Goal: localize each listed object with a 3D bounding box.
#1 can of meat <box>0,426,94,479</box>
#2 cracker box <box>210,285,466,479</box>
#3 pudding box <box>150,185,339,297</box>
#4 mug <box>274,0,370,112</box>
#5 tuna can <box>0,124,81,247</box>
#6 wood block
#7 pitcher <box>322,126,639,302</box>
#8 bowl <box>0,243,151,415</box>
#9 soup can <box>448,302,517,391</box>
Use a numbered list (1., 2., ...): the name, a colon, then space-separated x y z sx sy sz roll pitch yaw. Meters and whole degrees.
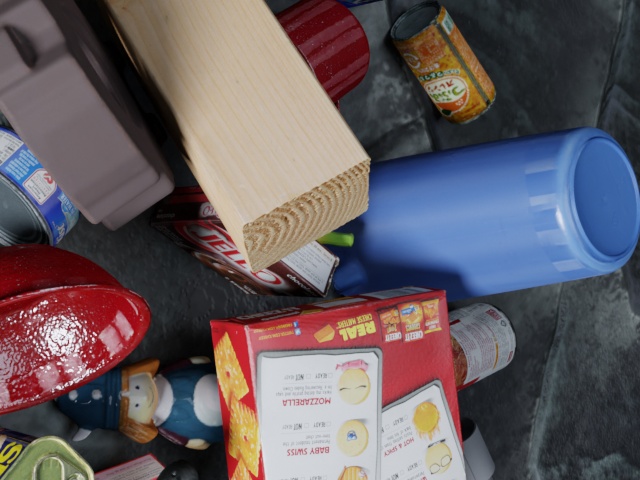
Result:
1. can of meat: -0.202 0.165 0.658 0.057 0.084 0.102 53 58 -29
2. cracker box: 0.017 0.149 0.768 0.163 0.072 0.214 -9 94 -28
3. pudding box: -0.055 0.001 0.788 0.113 0.090 0.039 37 66 -37
4. mug: -0.012 -0.128 0.830 0.081 0.093 0.117 -41 122 -40
5. tuna can: -0.192 -0.031 0.666 0.033 0.086 0.086 -52 122 -31
6. wood block: -0.059 -0.096 0.699 0.090 0.090 0.206 -30 72 -9
7. pitcher: 0.129 -0.021 0.854 0.144 0.243 0.149 22 69 -39
8. bowl: -0.188 0.049 0.651 0.161 0.162 0.055 -3 58 -42
9. soup can: 0.122 0.100 0.966 0.102 0.069 0.068 -18 102 -42
